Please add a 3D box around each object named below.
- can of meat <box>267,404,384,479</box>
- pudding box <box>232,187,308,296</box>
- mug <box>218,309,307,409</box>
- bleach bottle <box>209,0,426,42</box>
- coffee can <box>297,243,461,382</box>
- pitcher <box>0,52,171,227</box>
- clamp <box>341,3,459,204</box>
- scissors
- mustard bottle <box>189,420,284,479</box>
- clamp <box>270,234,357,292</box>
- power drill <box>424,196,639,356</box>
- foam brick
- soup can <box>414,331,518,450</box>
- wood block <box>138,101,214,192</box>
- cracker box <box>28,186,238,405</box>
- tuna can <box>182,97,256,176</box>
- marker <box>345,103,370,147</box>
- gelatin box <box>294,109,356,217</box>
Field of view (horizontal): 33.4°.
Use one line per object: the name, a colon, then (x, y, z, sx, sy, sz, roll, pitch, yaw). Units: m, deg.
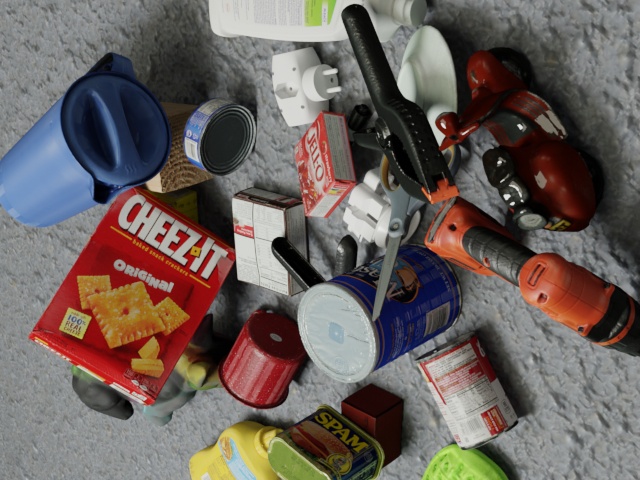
can of meat: (0.004, 0.238, 1.172, 0.102, 0.083, 0.057, 34, 128, 30)
pudding box: (-0.058, 0.001, 1.248, 0.090, 0.039, 0.113, 15, 119, 39)
mug: (-0.068, 0.133, 1.285, 0.117, 0.093, 0.082, -106, 35, -46)
bleach bottle: (-0.004, -0.240, 1.078, 0.251, 0.067, 0.102, 19, 120, 36)
coffee can: (0.061, 0.071, 1.082, 0.103, 0.140, 0.103, 20, 119, 39)
pitcher: (-0.286, -0.105, 1.247, 0.243, 0.149, 0.145, -21, 105, 50)
clamp: (0.068, -0.112, 0.981, 0.210, 0.036, 0.164, -122, 16, -49)
scissors: (0.092, -0.023, 1.023, 0.096, 0.016, 0.201, -17, 54, 30)
mustard bottle: (-0.098, 0.288, 1.391, 0.096, 0.058, 0.192, 58, 137, 12)
clamp: (0.008, 0.064, 1.186, 0.120, 0.039, 0.171, 13, 126, 45)
power drill: (0.196, 0.032, 0.946, 0.188, 0.184, 0.057, 32, 92, 49)
foam brick: (0.058, 0.214, 1.210, 0.053, 0.051, 0.078, 21, 121, 37)
soup can: (0.149, 0.152, 1.081, 0.069, 0.068, 0.102, -31, 84, 47)
wood block: (-0.233, -0.123, 1.333, 0.206, 0.090, 0.091, 11, 114, 43)
cracker box: (-0.217, 0.063, 1.261, 0.164, 0.213, 0.072, 33, 161, -10)
tuna can: (-0.116, -0.119, 1.221, 0.034, 0.085, 0.086, 28, 125, 36)
marker: (0.023, -0.098, 1.139, 0.020, 0.020, 0.121, 48, 134, 20)
gelatin box: (0.004, -0.080, 1.115, 0.073, 0.030, 0.089, -48, 44, 51)
